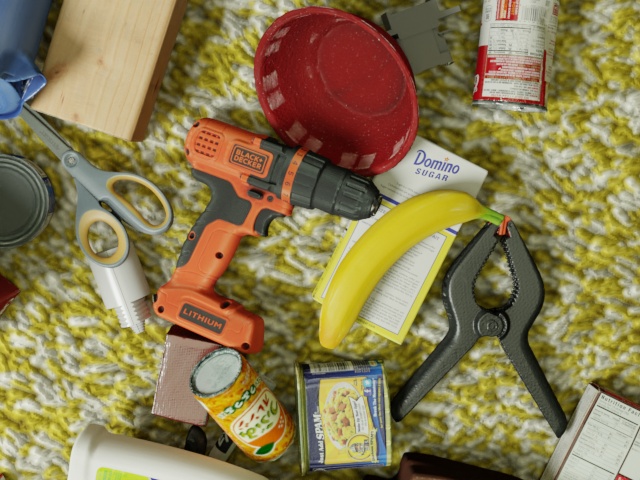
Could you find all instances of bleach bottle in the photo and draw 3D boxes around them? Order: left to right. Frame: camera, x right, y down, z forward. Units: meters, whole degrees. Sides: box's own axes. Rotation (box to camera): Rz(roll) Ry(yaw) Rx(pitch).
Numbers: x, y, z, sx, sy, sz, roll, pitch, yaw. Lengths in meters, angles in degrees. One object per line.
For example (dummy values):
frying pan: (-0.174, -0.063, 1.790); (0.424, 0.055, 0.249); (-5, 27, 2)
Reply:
bleach bottle: (-0.091, 0.231, 0.926); (0.251, 0.068, 0.102); (9, 101, 3)

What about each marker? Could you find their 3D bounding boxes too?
marker: (-0.081, 0.180, 0.998); (0.020, 0.020, 0.121); (33, 93, -4)

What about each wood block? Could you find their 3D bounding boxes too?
wood block: (-0.169, -0.197, 0.925); (0.090, 0.091, 0.206); (18, 94, -4)

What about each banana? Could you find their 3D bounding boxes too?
banana: (0.066, 0.013, 0.931); (0.198, 0.037, 0.069); (-36, 91, 1)

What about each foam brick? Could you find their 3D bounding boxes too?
foam brick: (-0.120, 0.123, 0.975); (0.051, 0.053, 0.078); (11, 94, -3)

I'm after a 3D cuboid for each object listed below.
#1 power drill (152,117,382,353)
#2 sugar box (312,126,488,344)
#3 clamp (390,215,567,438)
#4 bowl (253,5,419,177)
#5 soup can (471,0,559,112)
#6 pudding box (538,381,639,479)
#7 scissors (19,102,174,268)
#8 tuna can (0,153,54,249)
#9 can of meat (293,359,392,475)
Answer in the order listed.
power drill: (-0.056, 0.001, 0.949); (0.184, 0.057, 0.188); (21, 93, 13)
sugar box: (0.071, -0.005, 0.973); (0.093, 0.048, 0.176); (27, 91, -3)
clamp: (0.165, 0.083, 0.987); (0.164, 0.036, 0.210); (13, 94, -2)
bowl: (0.023, -0.137, 0.930); (0.162, 0.055, 0.162); (19, 131, 23)
soup can: (0.174, -0.168, 0.949); (0.068, 0.068, 0.102); (6, 95, -2)
pudding box: (0.271, 0.202, 1.002); (0.090, 0.039, 0.113); (26, 92, -3)
scissors: (-0.224, -0.050, 0.949); (0.202, 0.016, 0.096); (29, 87, 11)
tuna can: (-0.285, -0.036, 0.964); (0.086, 0.034, 0.086); (0, 95, -2)
can of meat: (0.020, 0.160, 0.981); (0.084, 0.057, 0.102); (-4, 96, -4)
